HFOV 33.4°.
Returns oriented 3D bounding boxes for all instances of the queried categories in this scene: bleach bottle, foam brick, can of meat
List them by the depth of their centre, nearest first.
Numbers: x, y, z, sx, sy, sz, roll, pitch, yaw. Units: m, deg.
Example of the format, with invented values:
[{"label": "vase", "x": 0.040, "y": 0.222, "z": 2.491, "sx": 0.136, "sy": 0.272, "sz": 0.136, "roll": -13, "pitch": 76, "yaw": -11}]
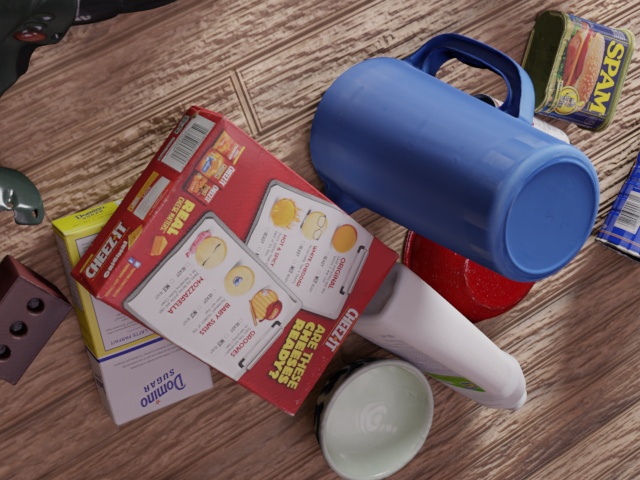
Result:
[{"label": "foam brick", "x": -0.241, "y": 0.062, "z": 0.831, "sx": 0.053, "sy": 0.051, "sz": 0.078, "roll": 37, "pitch": 87, "yaw": -32}, {"label": "can of meat", "x": 0.239, "y": -0.162, "z": 1.014, "sx": 0.083, "sy": 0.058, "sz": 0.102, "roll": 10, "pitch": 100, "yaw": -27}, {"label": "bleach bottle", "x": 0.113, "y": 0.100, "z": 1.016, "sx": 0.250, "sy": 0.103, "sz": 0.068, "roll": 37, "pitch": 72, "yaw": -38}]

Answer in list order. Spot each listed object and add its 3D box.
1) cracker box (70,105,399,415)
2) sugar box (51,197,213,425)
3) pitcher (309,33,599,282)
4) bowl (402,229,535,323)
[{"label": "cracker box", "x": -0.063, "y": 0.019, "z": 0.852, "sx": 0.213, "sy": 0.072, "sz": 0.164, "roll": 37, "pitch": 85, "yaw": -36}, {"label": "sugar box", "x": -0.153, "y": 0.055, "z": 0.881, "sx": 0.093, "sy": 0.048, "sz": 0.176, "roll": -19, "pitch": 117, "yaw": -23}, {"label": "pitcher", "x": 0.111, "y": -0.068, "z": 0.864, "sx": 0.144, "sy": 0.243, "sz": 0.149, "roll": -19, "pitch": 120, "yaw": -25}, {"label": "bowl", "x": 0.161, "y": 0.015, "z": 1.029, "sx": 0.161, "sy": 0.055, "sz": 0.162, "roll": -9, "pitch": 109, "yaw": -26}]
